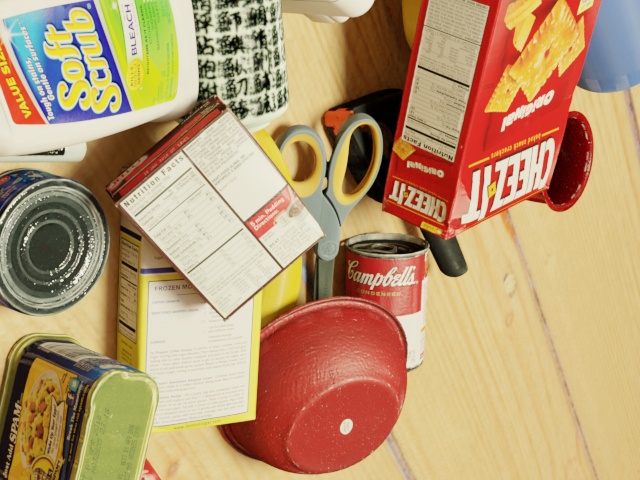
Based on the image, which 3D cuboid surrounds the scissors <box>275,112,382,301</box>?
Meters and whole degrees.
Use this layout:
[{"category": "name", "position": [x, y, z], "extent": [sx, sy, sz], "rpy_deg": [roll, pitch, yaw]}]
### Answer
[{"category": "scissors", "position": [-0.010, -0.006, 0.823], "extent": [0.096, 0.016, 0.202], "rpy_deg": [11, 108, -27]}]

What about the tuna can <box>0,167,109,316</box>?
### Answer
[{"category": "tuna can", "position": [-0.168, 0.001, 0.635], "extent": [0.085, 0.034, 0.086], "rpy_deg": [-17, 113, -45]}]

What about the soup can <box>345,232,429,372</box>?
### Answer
[{"category": "soup can", "position": [0.053, 0.051, 0.877], "extent": [0.068, 0.069, 0.102], "rpy_deg": [-16, 112, -46]}]

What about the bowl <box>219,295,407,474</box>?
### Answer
[{"category": "bowl", "position": [0.006, 0.123, 0.802], "extent": [0.162, 0.055, 0.162], "rpy_deg": [-15, 128, -20]}]

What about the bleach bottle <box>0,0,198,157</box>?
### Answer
[{"category": "bleach bottle", "position": [-0.152, -0.083, 0.545], "extent": [0.250, 0.068, 0.102], "rpy_deg": [-41, 134, -59]}]

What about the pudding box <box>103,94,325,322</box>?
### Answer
[{"category": "pudding box", "position": [-0.063, -0.019, 0.660], "extent": [0.090, 0.039, 0.113], "rpy_deg": [-40, 118, -2]}]

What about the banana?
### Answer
[{"category": "banana", "position": [-0.043, 0.002, 0.777], "extent": [0.069, 0.037, 0.198], "rpy_deg": [-10, 108, -47]}]

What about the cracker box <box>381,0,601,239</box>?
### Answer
[{"category": "cracker box", "position": [0.138, -0.124, 0.822], "extent": [0.163, 0.072, 0.214], "rpy_deg": [-23, 132, -45]}]

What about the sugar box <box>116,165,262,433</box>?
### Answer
[{"category": "sugar box", "position": [-0.087, 0.037, 0.718], "extent": [0.093, 0.048, 0.176], "rpy_deg": [-3, 101, -32]}]

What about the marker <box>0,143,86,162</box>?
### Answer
[{"category": "marker", "position": [-0.188, -0.053, 0.608], "extent": [0.120, 0.020, 0.020], "rpy_deg": [-6, 105, -48]}]

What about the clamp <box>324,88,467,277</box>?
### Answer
[{"category": "clamp", "position": [0.078, -0.059, 0.894], "extent": [0.209, 0.036, 0.164], "rpy_deg": [11, 84, -48]}]

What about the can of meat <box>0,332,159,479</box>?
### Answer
[{"category": "can of meat", "position": [-0.150, 0.116, 0.650], "extent": [0.057, 0.084, 0.102], "rpy_deg": [11, 92, -49]}]

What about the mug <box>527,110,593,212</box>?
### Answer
[{"category": "mug", "position": [0.193, -0.089, 0.986], "extent": [0.093, 0.082, 0.117], "rpy_deg": [-35, 126, -38]}]
